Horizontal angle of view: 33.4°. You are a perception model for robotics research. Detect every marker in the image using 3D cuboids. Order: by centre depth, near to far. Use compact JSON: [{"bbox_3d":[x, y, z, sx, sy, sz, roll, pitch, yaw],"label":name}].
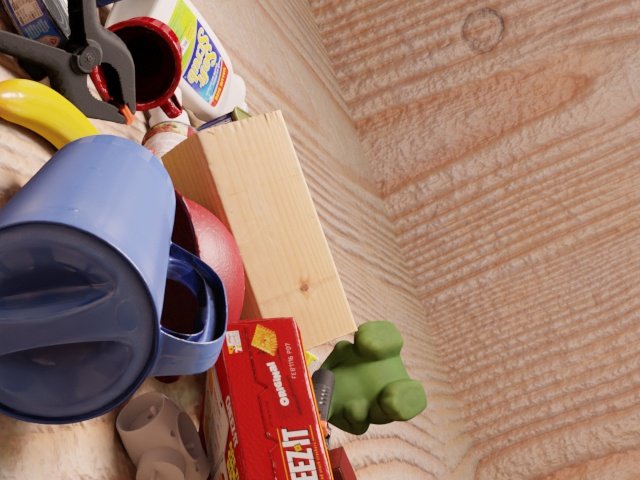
[{"bbox_3d":[-0.230,-0.123,0.949,0.020,0.020,0.121,-101,165,-47],"label":"marker"}]

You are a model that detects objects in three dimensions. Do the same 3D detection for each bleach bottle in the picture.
[{"bbox_3d":[-0.152,-0.216,1.272,0.250,0.068,0.102,40,71,-58],"label":"bleach bottle"}]

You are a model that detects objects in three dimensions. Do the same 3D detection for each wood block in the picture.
[{"bbox_3d":[-0.056,0.001,0.950,0.090,0.090,0.206,-21,-92,60],"label":"wood block"}]

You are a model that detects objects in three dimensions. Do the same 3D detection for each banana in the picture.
[{"bbox_3d":[-0.215,-0.086,0.895,0.197,0.037,0.069,54,17,-53],"label":"banana"}]

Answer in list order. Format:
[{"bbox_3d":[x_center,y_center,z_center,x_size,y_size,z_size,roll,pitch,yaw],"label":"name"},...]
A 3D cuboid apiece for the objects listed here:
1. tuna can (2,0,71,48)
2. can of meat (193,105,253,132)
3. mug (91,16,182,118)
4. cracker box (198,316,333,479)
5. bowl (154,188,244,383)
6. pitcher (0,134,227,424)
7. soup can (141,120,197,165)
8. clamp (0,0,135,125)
[{"bbox_3d":[-0.249,-0.201,0.948,0.086,0.034,0.086,63,5,-10],"label":"tuna can"},{"bbox_3d":[-0.120,-0.118,1.318,0.102,0.084,0.057,14,54,-77],"label":"can of meat"},{"bbox_3d":[-0.181,-0.179,1.116,0.117,0.093,0.081,53,10,-17],"label":"mug"},{"bbox_3d":[-0.047,0.184,0.850,0.214,0.072,0.164,106,-26,-53],"label":"cracker box"},{"bbox_3d":[-0.106,0.036,0.883,0.162,0.055,0.162,-1,-91,60],"label":"bowl"},{"bbox_3d":[-0.154,0.013,0.732,0.149,0.145,0.243,61,9,-20],"label":"pitcher"},{"bbox_3d":[-0.154,-0.070,1.092,0.102,0.068,0.068,-96,161,-56],"label":"soup can"},{"bbox_3d":[-0.204,-0.171,0.914,0.039,0.120,0.171,34,-9,38],"label":"clamp"}]
